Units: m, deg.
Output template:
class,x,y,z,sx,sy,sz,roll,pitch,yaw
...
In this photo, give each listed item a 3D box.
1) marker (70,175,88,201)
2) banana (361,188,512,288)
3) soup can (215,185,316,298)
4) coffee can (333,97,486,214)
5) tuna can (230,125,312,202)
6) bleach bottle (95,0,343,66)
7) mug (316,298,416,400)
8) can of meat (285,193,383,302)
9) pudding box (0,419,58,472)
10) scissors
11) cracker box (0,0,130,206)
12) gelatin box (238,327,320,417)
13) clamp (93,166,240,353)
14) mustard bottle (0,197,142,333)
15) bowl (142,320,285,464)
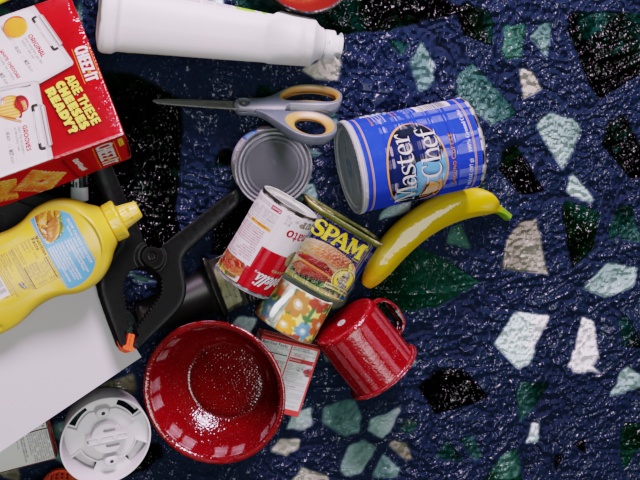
class,x,y,z,sx,sy,sz,roll,pitch,yaw
marker,-0.253,-0.101,1.117,0.020,0.020,0.121,-1,104,-14
banana,0.129,-0.013,1.227,0.197,0.037,0.069,-25,107,-7
soup can,-0.057,0.001,1.133,0.068,0.068,0.102,28,101,-19
coffee can,0.096,-0.093,1.164,0.140,0.103,0.103,-13,107,-11
tuna can,-0.054,-0.082,1.165,0.086,0.034,0.086,-3,105,-13
bleach bottle,-0.098,-0.212,1.084,0.250,0.103,0.068,5,108,-14
mug,0.056,0.113,1.221,0.081,0.093,0.117,52,57,-15
can of meat,0.004,0.010,1.192,0.102,0.057,0.084,30,98,-19
pudding box,-0.351,0.205,1.160,0.113,0.039,0.090,-13,104,-14
scissors,-0.070,-0.130,1.127,0.201,0.096,0.016,-9,139,-14
cracker box,-0.313,-0.123,1.035,0.213,0.072,0.164,-21,75,-9
gelatin box,-0.049,0.151,1.228,0.073,0.030,0.089,15,100,-16
clamp,-0.171,0.016,1.127,0.164,0.036,0.210,9,78,-18
mustard bottle,-0.267,0.012,1.061,0.191,0.058,0.096,-28,98,-7
bowl,-0.112,0.163,1.183,0.162,0.055,0.162,1,98,11
